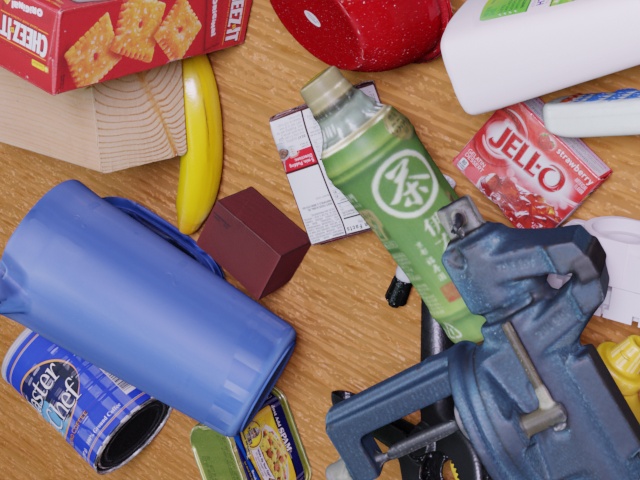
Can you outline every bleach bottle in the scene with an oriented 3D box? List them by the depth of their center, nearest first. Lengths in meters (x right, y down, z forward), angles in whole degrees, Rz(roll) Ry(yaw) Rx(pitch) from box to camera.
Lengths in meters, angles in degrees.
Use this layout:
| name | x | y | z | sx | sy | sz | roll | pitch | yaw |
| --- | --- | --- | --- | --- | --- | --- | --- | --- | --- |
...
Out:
| name | x | y | z | sx | sy | sz | roll | pitch | yaw |
| --- | --- | --- | --- | --- | --- | --- | --- | --- | --- |
| bleach bottle | 0.205 | -0.145 | 0.653 | 0.251 | 0.102 | 0.068 | -12 | 113 | 32 |

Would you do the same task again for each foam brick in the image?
| name | x | y | z | sx | sy | sz | roll | pitch | yaw |
| --- | --- | --- | --- | --- | --- | --- | --- | --- | --- |
| foam brick | -0.056 | 0.001 | 0.911 | 0.078 | 0.051 | 0.053 | 41 | 125 | 17 |

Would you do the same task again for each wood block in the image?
| name | x | y | z | sx | sy | sz | roll | pitch | yaw |
| --- | --- | --- | --- | --- | --- | --- | --- | --- | --- |
| wood block | -0.217 | -0.127 | 0.932 | 0.206 | 0.090 | 0.091 | 16 | 115 | 43 |

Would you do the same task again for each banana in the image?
| name | x | y | z | sx | sy | sz | roll | pitch | yaw |
| --- | --- | --- | --- | --- | --- | --- | --- | --- | --- |
| banana | -0.113 | -0.099 | 0.928 | 0.070 | 0.037 | 0.198 | 9 | 111 | 52 |

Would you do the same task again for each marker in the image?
| name | x | y | z | sx | sy | sz | roll | pitch | yaw |
| --- | --- | --- | --- | --- | --- | --- | --- | --- | --- |
| marker | 0.076 | 0.003 | 0.836 | 0.020 | 0.020 | 0.121 | 33 | 123 | 22 |

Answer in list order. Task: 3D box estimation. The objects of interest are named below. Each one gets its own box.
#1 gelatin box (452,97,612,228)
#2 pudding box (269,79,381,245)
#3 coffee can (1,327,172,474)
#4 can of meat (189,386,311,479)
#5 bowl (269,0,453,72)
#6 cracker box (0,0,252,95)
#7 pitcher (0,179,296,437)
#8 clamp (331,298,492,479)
| name | x | y | z | sx | sy | sz | roll | pitch | yaw |
| --- | --- | --- | --- | --- | --- | --- | --- | --- | --- |
| gelatin box | 0.149 | -0.053 | 0.757 | 0.089 | 0.030 | 0.073 | 48 | 127 | 12 |
| pudding box | 0.017 | -0.059 | 0.845 | 0.090 | 0.039 | 0.113 | -15 | 99 | 38 |
| coffee can | -0.230 | 0.146 | 1.055 | 0.140 | 0.102 | 0.103 | 40 | 125 | 18 |
| can of meat | -0.064 | 0.194 | 0.964 | 0.058 | 0.083 | 0.102 | -14 | 98 | 38 |
| bowl | 0.013 | -0.171 | 0.744 | 0.162 | 0.055 | 0.162 | 39 | 162 | 15 |
| cracker box | -0.180 | -0.190 | 0.828 | 0.164 | 0.213 | 0.072 | 28 | 122 | 25 |
| pitcher | -0.142 | 0.056 | 0.915 | 0.243 | 0.145 | 0.149 | 30 | 81 | 6 |
| clamp | 0.089 | 0.146 | 0.824 | 0.165 | 0.036 | 0.210 | -61 | 43 | 31 |
